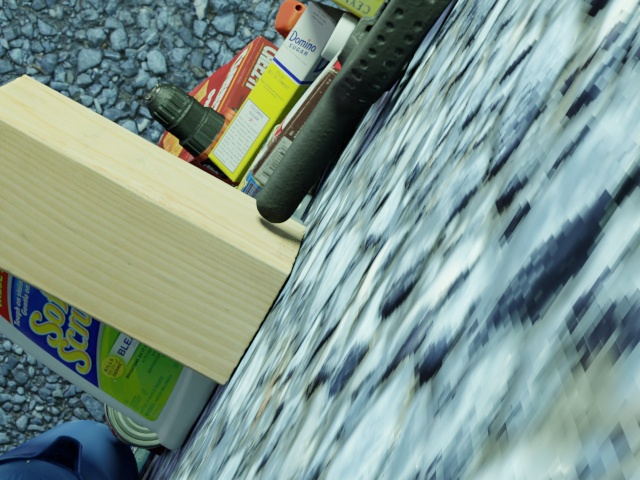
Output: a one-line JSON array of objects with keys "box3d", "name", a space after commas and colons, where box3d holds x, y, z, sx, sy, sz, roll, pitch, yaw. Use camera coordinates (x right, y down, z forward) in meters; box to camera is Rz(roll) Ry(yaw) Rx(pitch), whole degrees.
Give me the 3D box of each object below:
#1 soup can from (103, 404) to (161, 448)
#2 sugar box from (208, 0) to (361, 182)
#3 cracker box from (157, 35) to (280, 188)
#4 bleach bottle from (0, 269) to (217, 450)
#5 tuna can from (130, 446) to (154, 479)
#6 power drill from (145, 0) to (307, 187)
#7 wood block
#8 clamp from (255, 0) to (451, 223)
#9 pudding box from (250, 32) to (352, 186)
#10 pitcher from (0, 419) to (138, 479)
[{"box3d": [-0.147, 0.140, 0.897, 0.068, 0.068, 0.102, -62, 5, -15], "name": "soup can"}, {"box3d": [-0.021, -0.132, 0.988, 0.176, 0.048, 0.093, -52, -22, 22], "name": "sugar box"}, {"box3d": [-0.122, -0.122, 1.229, 0.214, 0.072, 0.164, -23, 40, 59], "name": "cracker box"}, {"box3d": [-0.186, 0.044, 0.750, 0.103, 0.250, 0.068, -60, 4, 14], "name": "bleach bottle"}, {"box3d": [-0.197, 0.228, 1.126, 0.086, 0.033, 0.086, -61, 5, 8], "name": "tuna can"}, {"box3d": [-0.060, -0.148, 1.082, 0.187, 0.184, 0.057, -53, 25, -5], "name": "power drill"}, {"box3d": [-0.124, -0.008, 0.668, 0.091, 0.206, 0.090, -60, 4, 20], "name": "wood block"}, {"box3d": [0.034, -0.112, 0.618, 0.164, 0.036, 0.210, -62, 7, -31], "name": "clamp"}, {"box3d": [0.002, -0.094, 0.786, 0.114, 0.039, 0.090, -48, 8, 33], "name": "pudding box"}, {"box3d": [-0.229, 0.234, 0.901, 0.149, 0.145, 0.243, -22, 0, -1], "name": "pitcher"}]
